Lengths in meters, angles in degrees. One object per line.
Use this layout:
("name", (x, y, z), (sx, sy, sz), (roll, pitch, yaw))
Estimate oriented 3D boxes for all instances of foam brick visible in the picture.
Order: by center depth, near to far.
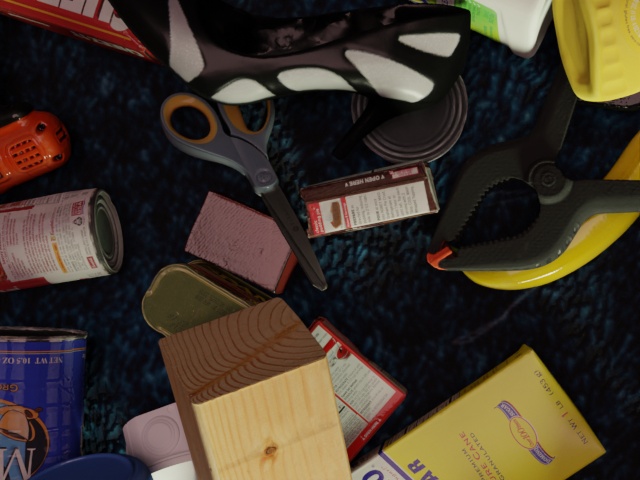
("foam brick", (-0.055, 0.001, 0.803), (0.078, 0.053, 0.051), (24, 92, 8))

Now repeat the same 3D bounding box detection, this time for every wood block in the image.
("wood block", (-0.033, 0.158, 0.724), (0.090, 0.090, 0.206), (-19, 118, -16))

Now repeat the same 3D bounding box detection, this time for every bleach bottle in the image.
("bleach bottle", (0.052, -0.217, 0.780), (0.251, 0.102, 0.068), (25, 86, 13))

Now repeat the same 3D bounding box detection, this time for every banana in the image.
("banana", (0.182, -0.016, 0.780), (0.198, 0.037, 0.069), (-30, 88, 6))

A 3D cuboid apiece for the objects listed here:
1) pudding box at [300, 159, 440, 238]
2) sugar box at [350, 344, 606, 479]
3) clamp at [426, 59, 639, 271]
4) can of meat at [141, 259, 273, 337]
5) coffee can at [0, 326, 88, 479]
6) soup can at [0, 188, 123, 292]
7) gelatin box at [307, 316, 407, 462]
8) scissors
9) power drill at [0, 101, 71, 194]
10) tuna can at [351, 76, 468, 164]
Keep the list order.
("pudding box", (0.038, -0.029, 0.761), (0.090, 0.113, 0.039), (-13, 89, 8))
("sugar box", (0.108, 0.164, 0.783), (0.176, 0.048, 0.093), (-36, 85, 4))
("clamp", (0.160, -0.052, 0.755), (0.210, 0.036, 0.164), (-29, 79, 10))
("can of meat", (-0.075, 0.057, 0.789), (0.102, 0.084, 0.057), (30, 93, 7))
("coffee can", (-0.228, 0.138, 0.798), (0.103, 0.102, 0.140), (2, 89, 7))
("soup can", (-0.210, 0.001, 0.816), (0.102, 0.068, 0.068), (-9, 88, 6))
("gelatin box", (0.009, 0.113, 0.804), (0.089, 0.030, 0.073), (40, 95, 6))
("scissors", (-0.061, -0.046, 0.780), (0.096, 0.016, 0.202), (-10, 62, -6))
("power drill", (-0.305, -0.106, 0.805), (0.184, 0.057, 0.187), (-21, 114, 12))
("tuna can", (0.067, -0.099, 0.798), (0.086, 0.033, 0.086), (0, 89, 7))
